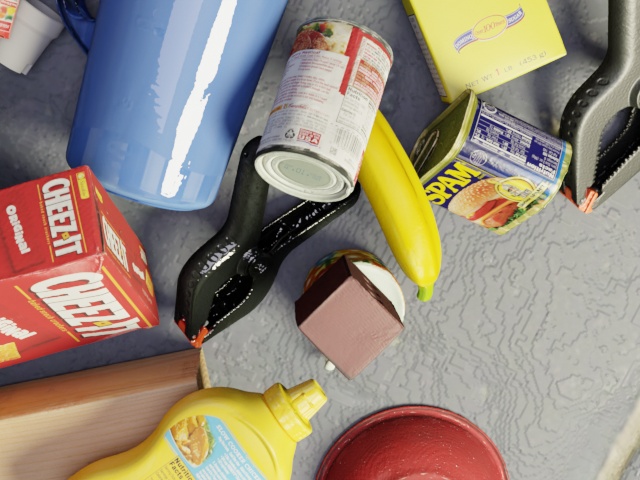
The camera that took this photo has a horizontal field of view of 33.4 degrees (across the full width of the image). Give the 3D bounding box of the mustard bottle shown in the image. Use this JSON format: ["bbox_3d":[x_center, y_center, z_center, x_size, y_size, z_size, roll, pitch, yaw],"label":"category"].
[{"bbox_3d":[-0.078,0.154,0.715,0.191,0.058,0.096,-36,95,3],"label":"mustard bottle"}]

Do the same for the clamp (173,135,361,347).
[{"bbox_3d":[-0.055,0.001,0.767,0.171,0.039,0.120,-50,137,5],"label":"clamp"}]

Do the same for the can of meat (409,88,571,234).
[{"bbox_3d":[0.117,-0.053,0.763,0.084,0.102,0.057,24,66,-11],"label":"can of meat"}]

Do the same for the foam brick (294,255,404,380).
[{"bbox_3d":[0.018,0.051,0.731,0.051,0.078,0.053,-44,100,5],"label":"foam brick"}]

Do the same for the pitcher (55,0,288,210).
[{"bbox_3d":[-0.100,-0.153,0.723,0.144,0.149,0.243,11,104,-35],"label":"pitcher"}]

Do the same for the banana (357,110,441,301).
[{"bbox_3d":[0.040,-0.045,0.758,0.037,0.070,0.198,-25,91,-25],"label":"banana"}]

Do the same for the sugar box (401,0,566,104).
[{"bbox_3d":[0.099,-0.196,0.763,0.093,0.048,0.176,-24,102,1],"label":"sugar box"}]

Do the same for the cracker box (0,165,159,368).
[{"bbox_3d":[-0.231,0.038,0.719,0.213,0.164,0.072,-15,70,-1],"label":"cracker box"}]

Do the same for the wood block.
[{"bbox_3d":[-0.180,0.151,0.784,0.206,0.090,0.091,-11,101,-1],"label":"wood block"}]

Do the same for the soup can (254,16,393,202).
[{"bbox_3d":[0.003,-0.085,0.699,0.068,0.069,0.102,20,69,-7],"label":"soup can"}]

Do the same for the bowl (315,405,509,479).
[{"bbox_3d":[0.075,0.214,0.831,0.162,0.055,0.162,-1,100,-3],"label":"bowl"}]
